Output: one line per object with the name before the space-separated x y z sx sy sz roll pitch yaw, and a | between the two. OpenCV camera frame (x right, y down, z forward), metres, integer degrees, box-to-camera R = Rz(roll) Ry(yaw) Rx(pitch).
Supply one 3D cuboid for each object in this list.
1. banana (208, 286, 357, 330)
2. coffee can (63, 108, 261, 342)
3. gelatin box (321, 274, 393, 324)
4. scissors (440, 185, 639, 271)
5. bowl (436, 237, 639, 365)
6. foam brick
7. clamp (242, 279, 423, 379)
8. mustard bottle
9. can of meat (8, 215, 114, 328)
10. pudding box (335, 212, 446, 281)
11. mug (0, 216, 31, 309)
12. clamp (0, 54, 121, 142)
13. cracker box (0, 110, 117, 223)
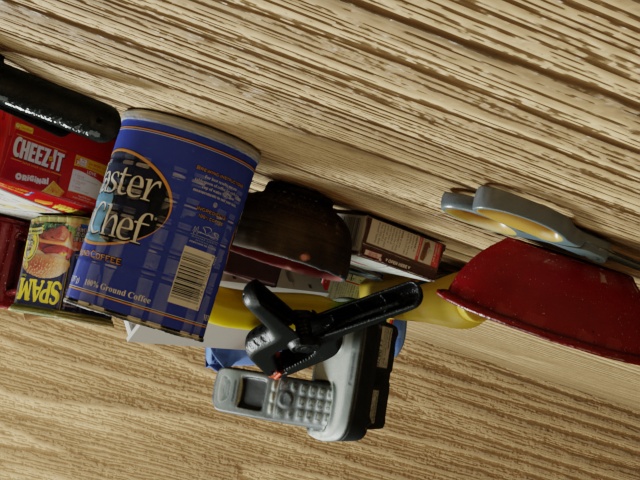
banana | -0.060 0.061 1.019 0.197 0.037 0.070 5 148 -34
coffee can | -0.111 -0.009 0.755 0.103 0.140 0.103 17 174 2
gelatin box | 0.047 0.050 1.194 0.089 0.073 0.030 16 175 0
scissors | 0.159 0.000 0.698 0.201 0.016 0.096 22 174 -39
bowl | 0.167 0.037 0.752 0.162 0.055 0.162 17 -176 -2
foam brick | -0.057 0.001 1.013 0.053 0.078 0.051 17 173 0
clamp | -0.023 0.082 0.990 0.164 0.036 0.210 6 153 -26
mustard bottle | 0.121 0.057 1.087 0.096 0.058 0.192 -6 -177 -24
can of meat | -0.210 0.025 0.894 0.057 0.084 0.102 17 170 -43
pudding box | 0.041 0.003 0.952 0.089 0.039 0.114 18 176 -32
mug | -0.305 0.020 0.998 0.117 0.081 0.093 7 172 25
clamp | -0.208 -0.101 0.670 0.171 0.039 0.120 22 171 -37
cracker box | -0.268 -0.063 0.923 0.214 0.072 0.163 3 169 40
